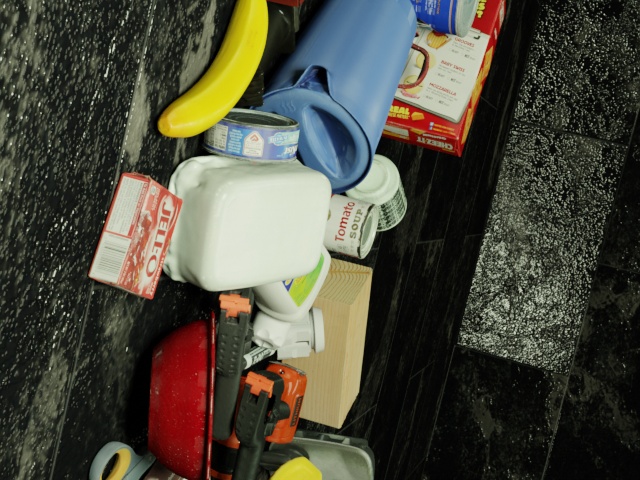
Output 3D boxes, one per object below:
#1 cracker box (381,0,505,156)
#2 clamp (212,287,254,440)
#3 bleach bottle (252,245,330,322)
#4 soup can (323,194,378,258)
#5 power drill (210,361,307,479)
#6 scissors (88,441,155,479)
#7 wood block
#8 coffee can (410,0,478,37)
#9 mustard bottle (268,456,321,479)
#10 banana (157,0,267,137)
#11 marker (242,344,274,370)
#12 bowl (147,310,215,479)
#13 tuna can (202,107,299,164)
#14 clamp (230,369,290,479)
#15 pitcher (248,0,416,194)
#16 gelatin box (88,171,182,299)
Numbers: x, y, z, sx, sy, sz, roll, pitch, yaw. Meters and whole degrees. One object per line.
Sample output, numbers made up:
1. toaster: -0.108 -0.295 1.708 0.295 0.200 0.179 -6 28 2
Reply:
1. cracker box: 0.131 -0.231 1.370 0.072 0.164 0.213 61 46 -70
2. clamp: -0.086 0.104 1.035 0.210 0.036 0.164 106 -8 -74
3. bleach bottle: -0.057 0.001 1.115 0.102 0.068 0.250 -62 158 -13
4. soup can: 0.010 -0.023 1.252 0.068 0.102 0.068 15 90 -75
5. power drill: -0.080 0.231 1.257 0.187 0.057 0.184 -30 136 -70
6. scissors: -0.167 0.192 0.989 0.201 0.016 0.096 -56 155 -51
7. wood block: 0.005 0.133 1.402 0.090 0.091 0.206 -55 155 -53
8. coffee can: 0.116 -0.309 1.288 0.102 0.140 0.103 15 90 -75
9. mustard bottle: -0.073 0.341 1.292 0.192 0.058 0.096 -52 176 41
10. banana: -0.086 -0.152 0.924 0.069 0.037 0.197 49 51 -41
11. marker: -0.080 0.135 1.236 0.121 0.020 0.020 -18 122 -72
12. bowl: -0.125 0.143 0.955 0.162 0.055 0.162 -178 -90 -83
13. tuna can: -0.062 -0.095 0.960 0.086 0.086 0.034 -33 134 -68
14. clamp: -0.067 0.195 1.104 0.171 0.039 0.120 82 24 -61
15. pitcher: 0.020 -0.165 1.126 0.145 0.149 0.242 46 44 -22
16. gelatin box: -0.145 -0.003 0.854 0.073 0.030 0.089 43 63 -73
